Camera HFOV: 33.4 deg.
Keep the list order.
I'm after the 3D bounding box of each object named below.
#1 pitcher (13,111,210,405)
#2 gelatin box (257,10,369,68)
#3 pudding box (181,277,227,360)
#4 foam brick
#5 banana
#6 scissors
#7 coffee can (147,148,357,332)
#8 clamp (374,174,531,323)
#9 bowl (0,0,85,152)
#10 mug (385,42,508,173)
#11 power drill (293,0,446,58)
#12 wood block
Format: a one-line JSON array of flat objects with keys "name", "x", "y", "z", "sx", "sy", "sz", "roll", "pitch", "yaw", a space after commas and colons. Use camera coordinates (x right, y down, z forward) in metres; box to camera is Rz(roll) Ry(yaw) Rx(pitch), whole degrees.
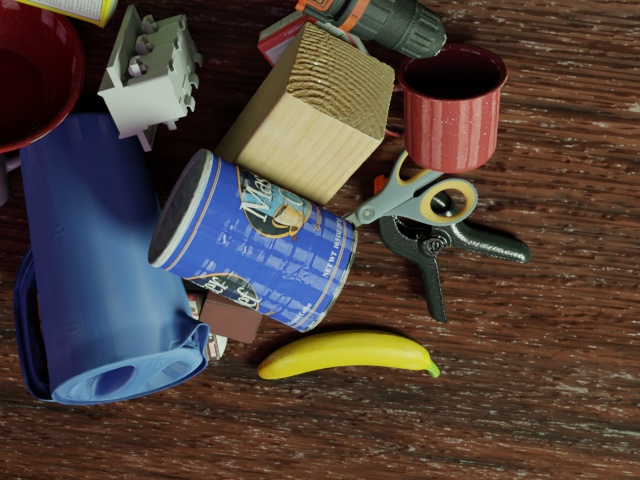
[{"name": "pitcher", "x": -0.199, "y": 0.019, "z": 0.939, "sx": 0.149, "sy": 0.243, "sz": 0.145, "roll": -9, "pitch": 160, "yaw": -19}, {"name": "gelatin box", "x": -0.001, "y": -0.160, "z": 0.932, "sx": 0.073, "sy": 0.030, "sz": 0.089, "roll": -26, "pitch": 124, "yaw": 20}, {"name": "pudding box", "x": -0.109, "y": 0.048, "z": 1.040, "sx": 0.039, "sy": 0.113, "sz": 0.090, "roll": 0, "pitch": 126, "yaw": 9}, {"name": "foam brick", "x": -0.075, "y": 0.043, "z": 0.946, "sx": 0.053, "sy": 0.078, "sz": 0.051, "roll": 16, "pitch": 140, "yaw": -7}, {"name": "banana", "x": 0.030, "y": 0.124, "z": 1.135, "sx": 0.198, "sy": 0.037, "sz": 0.070, "roll": 1, "pitch": 125, "yaw": 2}, {"name": "scissors", "x": 0.062, "y": -0.017, "z": 0.992, "sx": 0.202, "sy": 0.016, "sz": 0.096, "roll": -44, "pitch": 100, "yaw": 4}, {"name": "coffee can", "x": -0.056, "y": 0.001, "z": 0.871, "sx": 0.140, "sy": 0.103, "sz": 0.103, "roll": 26, "pitch": 123, "yaw": -17}, {"name": "clamp", "x": 0.121, "y": -0.005, "z": 1.036, "sx": 0.120, "sy": 0.039, "sz": 0.171, "roll": -33, "pitch": 117, "yaw": 11}, {"name": "bowl", "x": -0.281, "y": -0.138, "z": 0.911, "sx": 0.162, "sy": 0.162, "sz": 0.055, "roll": 10, "pitch": 160, "yaw": -5}, {"name": "mug", "x": 0.101, "y": -0.113, "z": 0.927, "sx": 0.117, "sy": 0.093, "sz": 0.081, "roll": 0, "pitch": 131, "yaw": 6}, {"name": "power drill", "x": 0.048, "y": -0.233, "z": 0.778, "sx": 0.184, "sy": 0.057, "sz": 0.188, "roll": 24, "pitch": 129, "yaw": -17}, {"name": "wood block", "x": -0.030, "y": -0.076, "z": 0.927, "sx": 0.090, "sy": 0.090, "sz": 0.206, "roll": 26, "pitch": 138, "yaw": -16}]
